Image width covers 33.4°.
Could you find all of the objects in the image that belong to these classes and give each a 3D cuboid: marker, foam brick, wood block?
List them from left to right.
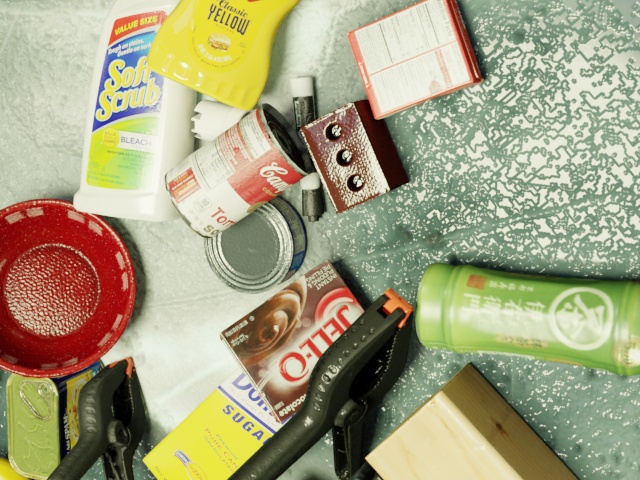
[{"bbox_3d":[-0.011,-0.076,0.893,0.020,0.020,0.121,-1,99,24],"label":"marker"},{"bbox_3d":[0.028,-0.069,0.859,0.053,0.051,0.078,-24,90,25],"label":"foam brick"},{"bbox_3d":[0.147,0.210,0.839,0.206,0.090,0.090,48,113,9],"label":"wood block"}]

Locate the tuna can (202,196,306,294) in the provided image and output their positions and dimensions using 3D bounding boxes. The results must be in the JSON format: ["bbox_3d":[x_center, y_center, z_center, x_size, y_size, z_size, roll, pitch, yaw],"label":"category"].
[{"bbox_3d":[-0.056,0.001,0.919,0.086,0.033,0.086,5,102,23],"label":"tuna can"}]

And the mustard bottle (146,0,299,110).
[{"bbox_3d":[-0.061,-0.208,0.855,0.096,0.058,0.192,23,95,-9],"label":"mustard bottle"}]

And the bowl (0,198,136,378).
[{"bbox_3d":[-0.249,0.045,0.978,0.162,0.055,0.162,1,84,-7],"label":"bowl"}]

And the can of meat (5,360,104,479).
[{"bbox_3d":[-0.245,0.162,1.005,0.058,0.083,0.102,6,102,23],"label":"can of meat"}]

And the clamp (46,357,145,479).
[{"bbox_3d":[-0.188,0.190,0.967,0.039,0.171,0.120,-11,131,22],"label":"clamp"}]

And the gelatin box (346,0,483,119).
[{"bbox_3d":[0.074,-0.144,0.837,0.089,0.030,0.073,-19,91,25],"label":"gelatin box"}]

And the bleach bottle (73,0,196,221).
[{"bbox_3d":[-0.156,-0.147,0.920,0.103,0.068,0.251,8,101,19],"label":"bleach bottle"}]

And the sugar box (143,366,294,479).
[{"bbox_3d":[-0.070,0.174,0.952,0.093,0.048,0.176,48,115,9],"label":"sugar box"}]

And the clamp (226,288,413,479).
[{"bbox_3d":[0.020,0.133,0.855,0.036,0.164,0.210,41,106,33],"label":"clamp"}]

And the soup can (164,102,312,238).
[{"bbox_3d":[-0.067,-0.055,0.863,0.102,0.068,0.068,-33,86,16],"label":"soup can"}]

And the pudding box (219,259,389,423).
[{"bbox_3d":[-0.014,0.084,0.887,0.113,0.039,0.090,-34,84,-7],"label":"pudding box"}]
